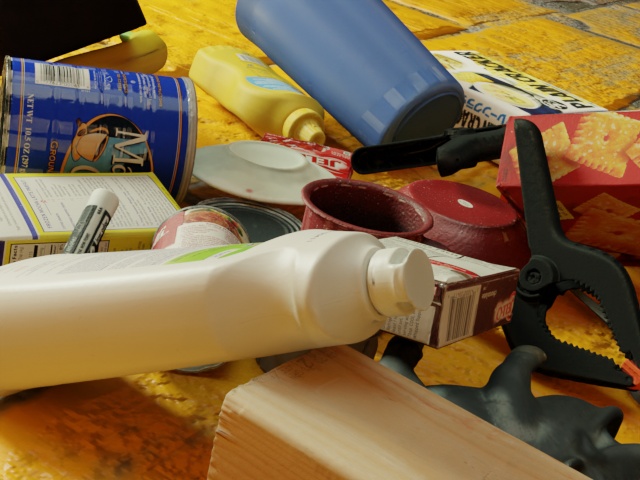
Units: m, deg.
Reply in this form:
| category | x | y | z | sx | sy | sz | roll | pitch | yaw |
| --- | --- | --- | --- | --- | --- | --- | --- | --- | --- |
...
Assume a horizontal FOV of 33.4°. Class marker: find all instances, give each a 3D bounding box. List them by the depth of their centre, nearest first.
| category | x | y | z | sx | sy | sz | roll | pitch | yaw |
| --- | --- | --- | --- | --- | --- | --- | --- | --- | --- |
| marker | -0.154 | 0.017 | 0.657 | 0.020 | 0.020 | 0.121 | 15 | 50 | 3 |

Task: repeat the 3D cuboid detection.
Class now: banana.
| category | x | y | z | sx | sy | sz | roll | pitch | yaw |
| --- | --- | --- | --- | --- | --- | --- | --- | --- | --- |
| banana | -0.180 | -0.154 | 0.928 | 0.070 | 0.037 | 0.197 | -5 | 18 | 17 |

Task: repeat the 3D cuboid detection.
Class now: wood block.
| category | x | y | z | sx | sy | sz | roll | pitch | yaw |
| --- | --- | --- | --- | --- | --- | --- | --- | --- | --- |
| wood block | 0.055 | 0.137 | 0.466 | 0.206 | 0.091 | 0.090 | 27 | 27 | 28 |

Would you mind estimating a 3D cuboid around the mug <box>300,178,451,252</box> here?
| category | x | y | z | sx | sy | sz | roll | pitch | yaw |
| --- | --- | --- | --- | --- | --- | --- | --- | --- | --- |
| mug | 0.035 | 0.015 | 0.740 | 0.117 | 0.081 | 0.093 | 16 | 23 | 6 |

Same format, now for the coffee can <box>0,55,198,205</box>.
| category | x | y | z | sx | sy | sz | roll | pitch | yaw |
| --- | --- | --- | --- | --- | --- | --- | --- | --- | --- |
| coffee can | -0.174 | -0.083 | 0.822 | 0.140 | 0.103 | 0.103 | 4 | 25 | -20 |

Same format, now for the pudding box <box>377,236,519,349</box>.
| category | x | y | z | sx | sy | sz | roll | pitch | yaw |
| --- | --- | --- | --- | --- | --- | --- | --- | --- | --- |
| pudding box | 0.054 | 0.027 | 0.621 | 0.090 | 0.039 | 0.113 | 15 | 9 | 29 |

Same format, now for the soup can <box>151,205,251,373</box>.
| category | x | y | z | sx | sy | sz | roll | pitch | yaw |
| --- | --- | --- | --- | --- | --- | --- | --- | --- | --- |
| soup can | -0.077 | 0.029 | 0.668 | 0.068 | 0.068 | 0.102 | 10 | 24 | -7 |

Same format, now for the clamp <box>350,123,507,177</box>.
| category | x | y | z | sx | sy | sz | roll | pitch | yaw |
| --- | --- | --- | --- | --- | --- | --- | --- | --- | --- |
| clamp | 0.126 | -0.080 | 0.938 | 0.171 | 0.039 | 0.120 | -15 | 19 | -28 |

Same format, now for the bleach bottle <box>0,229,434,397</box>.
| category | x | y | z | sx | sy | sz | roll | pitch | yaw |
| --- | --- | --- | --- | --- | --- | --- | --- | --- | --- |
| bleach bottle | -0.065 | 0.032 | 0.529 | 0.251 | 0.068 | 0.102 | -7 | 10 | 32 |

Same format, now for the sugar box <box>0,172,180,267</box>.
| category | x | y | z | sx | sy | sz | roll | pitch | yaw |
| --- | --- | --- | --- | --- | --- | --- | --- | --- | --- |
| sugar box | -0.183 | -0.008 | 0.724 | 0.175 | 0.048 | 0.093 | -5 | 32 | -29 |

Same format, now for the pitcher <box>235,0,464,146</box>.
| category | x | y | z | sx | sy | sz | roll | pitch | yaw |
| --- | --- | --- | --- | --- | --- | --- | --- | --- | --- |
| pitcher | 0.032 | -0.183 | 1.095 | 0.243 | 0.145 | 0.149 | 49 | 25 | 26 |

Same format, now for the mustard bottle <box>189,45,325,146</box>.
| category | x | y | z | sx | sy | sz | roll | pitch | yaw |
| --- | --- | --- | --- | --- | --- | --- | --- | --- | --- |
| mustard bottle | -0.050 | -0.136 | 1.061 | 0.096 | 0.058 | 0.192 | 13 | 19 | -39 |

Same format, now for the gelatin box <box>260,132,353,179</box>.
| category | x | y | z | sx | sy | sz | roll | pitch | yaw |
| --- | --- | --- | --- | --- | --- | --- | --- | --- | --- |
| gelatin box | -0.016 | -0.065 | 0.957 | 0.089 | 0.030 | 0.073 | 14 | 24 | 2 |

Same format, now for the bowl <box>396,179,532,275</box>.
| category | x | y | z | sx | sy | sz | roll | pitch | yaw |
| --- | --- | --- | --- | --- | --- | --- | --- | --- | --- |
| bowl | 0.107 | -0.007 | 0.861 | 0.162 | 0.055 | 0.162 | 11 | 24 | -5 |

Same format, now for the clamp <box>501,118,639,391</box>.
| category | x | y | z | sx | sy | sz | roll | pitch | yaw |
| --- | --- | --- | --- | --- | --- | --- | --- | --- | --- |
| clamp | 0.155 | 0.019 | 0.745 | 0.210 | 0.164 | 0.036 | 39 | 4 | 31 |

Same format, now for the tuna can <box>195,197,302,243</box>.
| category | x | y | z | sx | sy | sz | roll | pitch | yaw |
| --- | --- | --- | --- | --- | --- | --- | --- | --- | --- |
| tuna can | -0.055 | 0.001 | 0.784 | 0.086 | 0.034 | 0.086 | 11 | 23 | -5 |
